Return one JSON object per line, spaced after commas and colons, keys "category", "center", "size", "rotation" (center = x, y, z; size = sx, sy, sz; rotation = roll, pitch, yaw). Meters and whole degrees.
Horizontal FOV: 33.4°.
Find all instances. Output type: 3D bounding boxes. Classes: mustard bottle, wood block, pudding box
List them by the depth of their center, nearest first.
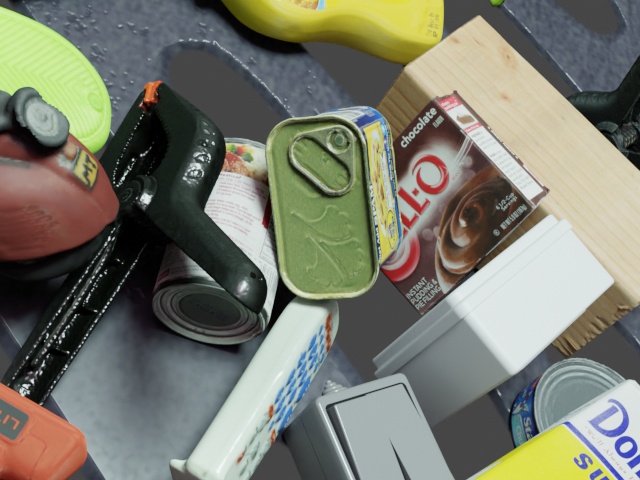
{"category": "pudding box", "center": [0.072, -0.022, 0.663], "size": [0.090, 0.114, 0.039], "rotation": [48, 33, 9]}
{"category": "wood block", "center": [0.135, -0.036, 0.714], "size": [0.206, 0.091, 0.090], "rotation": [46, 53, 7]}
{"category": "mustard bottle", "center": [-0.010, -0.183, 0.759], "size": [0.191, 0.058, 0.096], "rotation": [7, 60, -21]}

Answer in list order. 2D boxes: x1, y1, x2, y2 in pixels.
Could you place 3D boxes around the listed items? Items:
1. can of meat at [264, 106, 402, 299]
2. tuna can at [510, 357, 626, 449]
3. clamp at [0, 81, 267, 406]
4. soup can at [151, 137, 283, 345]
{"category": "can of meat", "center": [0.012, -0.026, 0.619], "size": [0.083, 0.057, 0.102], "rotation": [-38, 123, -69]}
{"category": "tuna can", "center": [0.162, 0.119, 0.666], "size": [0.086, 0.034, 0.086], "rotation": [11, 57, -18]}
{"category": "clamp", "center": [-0.086, -0.014, 0.576], "size": [0.036, 0.165, 0.210], "rotation": [46, 38, -38]}
{"category": "soup can", "center": [-0.054, 0.001, 0.620], "size": [0.068, 0.069, 0.102], "rotation": [20, 55, -13]}
